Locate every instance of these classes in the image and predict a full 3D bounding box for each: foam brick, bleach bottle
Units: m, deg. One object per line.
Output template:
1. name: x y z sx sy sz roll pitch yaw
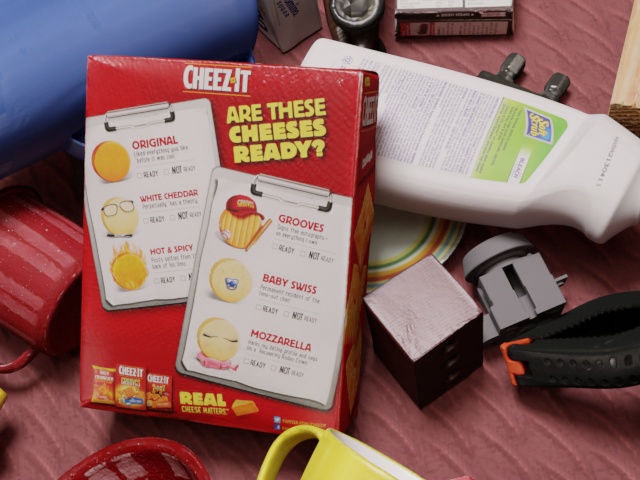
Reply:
1. foam brick: 0.064 0.056 0.647 0.053 0.078 0.051 -34 61 -10
2. bleach bottle: 0.098 -0.050 0.670 0.251 0.068 0.102 19 78 20

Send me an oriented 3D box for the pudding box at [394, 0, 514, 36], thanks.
1. pudding box: 0.100 -0.210 0.797 0.090 0.039 0.113 0 70 7

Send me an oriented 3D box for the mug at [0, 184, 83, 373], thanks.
1. mug: -0.190 0.033 0.697 0.081 0.093 0.117 30 84 17

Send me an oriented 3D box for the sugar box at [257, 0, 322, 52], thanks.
1. sugar box: -0.072 -0.231 0.814 0.048 0.093 0.176 -34 62 -10

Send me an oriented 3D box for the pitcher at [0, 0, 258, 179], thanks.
1. pitcher: -0.160 -0.120 0.707 0.149 0.145 0.242 23 45 36

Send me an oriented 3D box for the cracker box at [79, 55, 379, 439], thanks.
1. cracker box: -0.054 0.001 0.640 0.164 0.072 0.214 5 100 12
